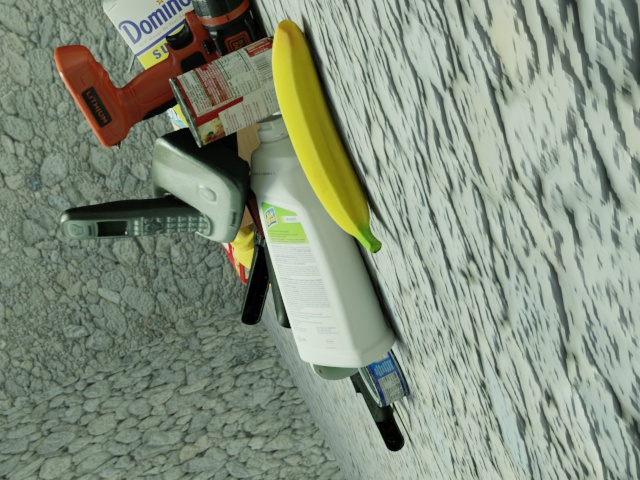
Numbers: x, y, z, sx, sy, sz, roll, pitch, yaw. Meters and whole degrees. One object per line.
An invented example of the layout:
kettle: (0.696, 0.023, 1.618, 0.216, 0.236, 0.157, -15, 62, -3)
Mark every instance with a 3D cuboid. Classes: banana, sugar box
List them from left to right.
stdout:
sugar box: (-0.133, -0.193, 1.076, 0.176, 0.093, 0.048, 54, -156, -41)
banana: (0.002, -0.084, 0.860, 0.070, 0.037, 0.198, 7, 125, 61)

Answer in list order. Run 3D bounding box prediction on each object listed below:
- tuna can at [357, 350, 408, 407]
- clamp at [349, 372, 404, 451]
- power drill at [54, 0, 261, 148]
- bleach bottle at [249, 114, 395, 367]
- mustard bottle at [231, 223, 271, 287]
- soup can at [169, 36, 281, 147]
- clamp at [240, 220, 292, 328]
tuna can: (0.063, 0.139, 1.174, 0.086, 0.033, 0.086, 63, 173, 14)
clamp: (0.056, 0.171, 1.310, 0.120, 0.039, 0.171, 84, 160, -65)
power drill: (-0.149, -0.181, 1.002, 0.057, 0.187, 0.184, -113, 0, -50)
bleach bottle: (-0.007, -0.001, 1.046, 0.103, 0.067, 0.251, -1, 113, 42)
mustard bottle: (-0.057, 0.030, 1.363, 0.191, 0.058, 0.096, 46, -173, -43)
soup can: (-0.079, -0.137, 0.981, 0.068, 0.102, 0.068, 63, 173, 13)
clamp: (-0.058, 0.001, 1.202, 0.165, 0.036, 0.210, 155, 116, -67)
